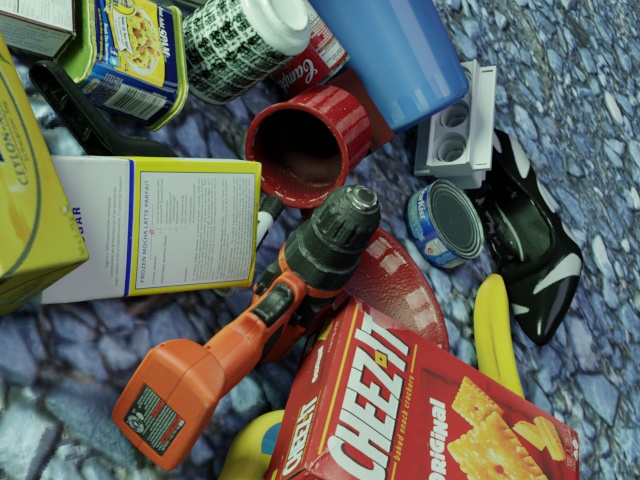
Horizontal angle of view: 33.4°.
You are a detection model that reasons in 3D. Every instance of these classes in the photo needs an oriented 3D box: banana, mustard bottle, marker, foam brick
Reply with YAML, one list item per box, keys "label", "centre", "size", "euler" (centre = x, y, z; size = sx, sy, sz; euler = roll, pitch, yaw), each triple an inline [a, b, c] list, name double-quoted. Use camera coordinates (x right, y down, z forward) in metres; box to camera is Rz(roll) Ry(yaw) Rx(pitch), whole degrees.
- label: "banana"
  centre: [0.176, 0.118, 1.041]
  size: [0.069, 0.037, 0.198]
  euler: [36, 40, -58]
- label: "mustard bottle"
  centre: [-0.027, 0.174, 0.737]
  size: [0.096, 0.058, 0.191]
  euler: [49, 37, -8]
- label: "marker"
  centre: [-0.056, 0.001, 0.852]
  size: [0.020, 0.020, 0.121]
  euler: [48, 38, -16]
- label: "foam brick"
  centre: [0.021, -0.109, 0.990]
  size: [0.078, 0.051, 0.052]
  euler: [58, 37, -4]

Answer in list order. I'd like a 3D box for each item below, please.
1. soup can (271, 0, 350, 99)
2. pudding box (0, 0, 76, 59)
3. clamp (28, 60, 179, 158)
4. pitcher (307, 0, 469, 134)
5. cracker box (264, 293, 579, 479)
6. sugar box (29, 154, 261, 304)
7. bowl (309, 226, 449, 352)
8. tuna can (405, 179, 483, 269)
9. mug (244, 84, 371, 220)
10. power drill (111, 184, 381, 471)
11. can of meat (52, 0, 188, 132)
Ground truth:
- label: "soup can"
  centre: [-0.031, -0.185, 0.965]
  size: [0.102, 0.069, 0.068]
  euler: [50, 38, -14]
- label: "pudding box"
  centre: [-0.229, -0.185, 0.744]
  size: [0.113, 0.039, 0.090]
  euler: [11, 61, -36]
- label: "clamp"
  centre: [-0.148, -0.037, 0.752]
  size: [0.171, 0.039, 0.120]
  euler: [33, 61, -35]
- label: "pitcher"
  centre: [0.050, -0.230, 1.048]
  size: [0.149, 0.145, 0.243]
  euler: [-29, 95, -15]
- label: "cracker box"
  centre: [0.079, 0.156, 0.738]
  size: [0.213, 0.072, 0.164]
  euler: [32, 39, -12]
- label: "sugar box"
  centre: [-0.120, -0.011, 0.721]
  size: [0.175, 0.048, 0.093]
  euler: [-1, 98, -43]
- label: "bowl"
  centre: [0.036, 0.059, 0.883]
  size: [0.162, 0.055, 0.162]
  euler: [35, 36, -32]
- label: "tuna can"
  centre: [0.124, -0.015, 1.065]
  size: [0.086, 0.034, 0.086]
  euler: [29, 47, -36]
- label: "mug"
  centre: [-0.005, -0.073, 0.916]
  size: [0.081, 0.093, 0.117]
  euler: [-47, 135, -57]
- label: "power drill"
  centre: [-0.044, 0.057, 0.708]
  size: [0.057, 0.185, 0.187]
  euler: [41, 44, 9]
- label: "can of meat"
  centre: [-0.152, -0.142, 0.802]
  size: [0.083, 0.058, 0.102]
  euler: [17, 53, -40]
